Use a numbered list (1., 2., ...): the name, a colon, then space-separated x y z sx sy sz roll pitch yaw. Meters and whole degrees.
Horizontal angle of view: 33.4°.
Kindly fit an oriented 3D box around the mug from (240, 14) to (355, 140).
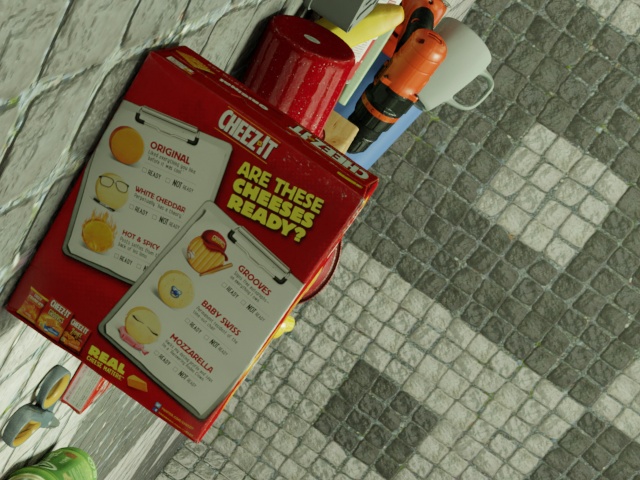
1. mug: -0.024 -0.146 0.923 0.082 0.093 0.117 -62 -155 28

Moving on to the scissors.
1. scissors: -0.266 0.162 1.063 0.096 0.016 0.201 -55 177 0

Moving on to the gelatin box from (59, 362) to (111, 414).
1. gelatin box: -0.233 0.135 1.142 0.089 0.030 0.073 -57 176 23

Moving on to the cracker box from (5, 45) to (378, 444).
1. cracker box: -0.087 0.003 0.716 0.214 0.164 0.072 -56 178 20

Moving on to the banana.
1. banana: -0.010 -0.159 0.996 0.198 0.069 0.037 -48 -166 14

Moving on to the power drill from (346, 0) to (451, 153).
1. power drill: 0.090 -0.207 1.271 0.185 0.057 0.187 -47 -161 37
